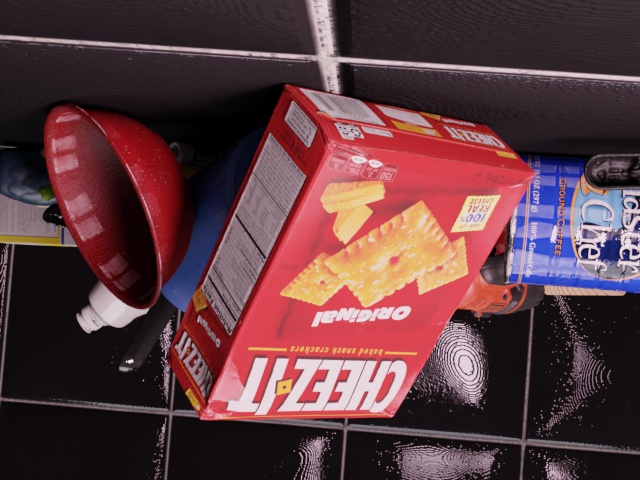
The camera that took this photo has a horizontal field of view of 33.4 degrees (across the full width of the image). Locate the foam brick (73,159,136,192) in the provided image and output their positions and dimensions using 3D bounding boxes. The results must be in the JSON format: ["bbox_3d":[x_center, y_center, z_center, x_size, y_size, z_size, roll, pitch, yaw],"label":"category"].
[{"bbox_3d":[-0.172,-0.065,0.881,0.051,0.053,0.078,5,178,-7],"label":"foam brick"}]

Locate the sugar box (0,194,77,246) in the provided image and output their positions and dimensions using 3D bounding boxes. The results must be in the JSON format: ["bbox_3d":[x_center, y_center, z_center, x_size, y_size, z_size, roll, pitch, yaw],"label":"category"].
[{"bbox_3d":[-0.277,-0.039,1.150,0.176,0.093,0.048,3,178,31],"label":"sugar box"}]

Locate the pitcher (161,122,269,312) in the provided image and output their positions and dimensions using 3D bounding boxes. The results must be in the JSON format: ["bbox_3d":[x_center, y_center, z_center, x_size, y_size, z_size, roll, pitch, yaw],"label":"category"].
[{"bbox_3d":[-0.044,-0.006,0.843,0.149,0.145,0.243,2,170,-19],"label":"pitcher"}]

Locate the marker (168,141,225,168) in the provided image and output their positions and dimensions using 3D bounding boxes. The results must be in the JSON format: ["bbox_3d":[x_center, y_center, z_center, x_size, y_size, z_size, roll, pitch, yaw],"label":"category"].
[{"bbox_3d":[-0.085,-0.071,0.956,0.020,0.020,0.120,2,176,42],"label":"marker"}]

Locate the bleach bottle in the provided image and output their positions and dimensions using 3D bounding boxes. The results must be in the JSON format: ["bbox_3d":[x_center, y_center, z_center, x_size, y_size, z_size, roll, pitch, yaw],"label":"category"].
[{"bbox_3d":[-0.173,0.034,1.261,0.251,0.068,0.102,-33,146,4],"label":"bleach bottle"}]

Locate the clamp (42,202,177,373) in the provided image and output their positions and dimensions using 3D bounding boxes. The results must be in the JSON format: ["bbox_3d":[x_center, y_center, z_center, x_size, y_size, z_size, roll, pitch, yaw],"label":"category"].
[{"bbox_3d":[-0.125,0.020,0.960,0.209,0.164,0.036,-16,165,-24],"label":"clamp"}]

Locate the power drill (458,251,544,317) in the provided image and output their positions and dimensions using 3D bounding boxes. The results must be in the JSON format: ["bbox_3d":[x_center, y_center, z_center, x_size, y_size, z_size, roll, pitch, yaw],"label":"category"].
[{"bbox_3d":[0.218,0.014,0.996,0.188,0.057,0.184,-33,159,28],"label":"power drill"}]

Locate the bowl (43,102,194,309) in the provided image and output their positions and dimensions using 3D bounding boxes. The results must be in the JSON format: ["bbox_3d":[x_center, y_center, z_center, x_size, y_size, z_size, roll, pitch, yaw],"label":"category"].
[{"bbox_3d":[-0.140,-0.032,0.785,0.055,0.162,0.162,-26,-166,-31],"label":"bowl"}]

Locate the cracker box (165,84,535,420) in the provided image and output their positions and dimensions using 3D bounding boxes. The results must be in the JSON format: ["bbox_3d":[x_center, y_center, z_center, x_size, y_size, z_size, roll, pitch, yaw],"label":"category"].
[{"bbox_3d":[0.017,0.019,0.689,0.163,0.214,0.072,6,-148,-35],"label":"cracker box"}]

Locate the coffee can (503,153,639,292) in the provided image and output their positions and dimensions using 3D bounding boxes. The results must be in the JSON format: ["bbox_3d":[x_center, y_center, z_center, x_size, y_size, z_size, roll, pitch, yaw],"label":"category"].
[{"bbox_3d":[0.215,-0.012,0.820,0.140,0.103,0.102,4,177,8],"label":"coffee can"}]
